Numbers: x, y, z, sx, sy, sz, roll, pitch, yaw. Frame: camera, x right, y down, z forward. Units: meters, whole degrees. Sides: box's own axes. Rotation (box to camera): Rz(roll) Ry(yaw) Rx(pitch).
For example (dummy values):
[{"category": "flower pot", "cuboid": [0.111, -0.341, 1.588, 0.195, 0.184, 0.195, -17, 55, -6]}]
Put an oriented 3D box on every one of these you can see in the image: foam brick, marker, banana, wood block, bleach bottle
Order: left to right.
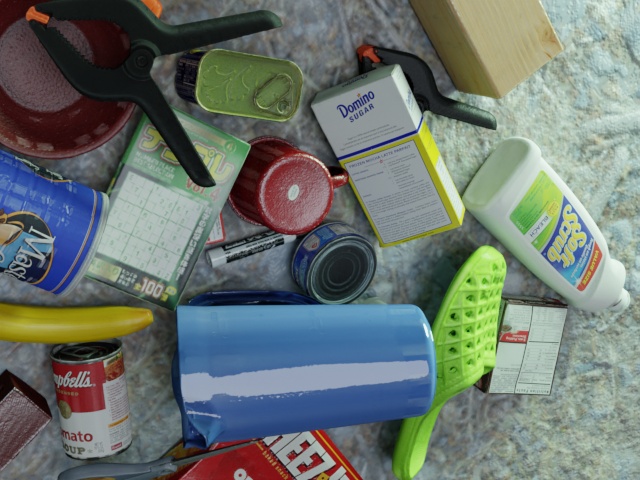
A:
[{"category": "foam brick", "cuboid": [-0.299, 0.170, 1.001, 0.078, 0.053, 0.051, -46, 115, -8]}, {"category": "banana", "cuboid": [-0.258, 0.074, 0.991, 0.197, 0.070, 0.037, 8, 70, -28]}, {"category": "marker", "cuboid": [-0.057, 0.001, 1.083, 0.121, 0.020, 0.020, -18, 109, -18]}, {"category": "wood block", "cuboid": [0.146, -0.256, 1.071, 0.090, 0.090, 0.206, -38, 114, -11]}, {"category": "bleach bottle", "cuboid": [0.272, -0.002, 1.201, 0.250, 0.068, 0.102, 39, 86, -28]}]

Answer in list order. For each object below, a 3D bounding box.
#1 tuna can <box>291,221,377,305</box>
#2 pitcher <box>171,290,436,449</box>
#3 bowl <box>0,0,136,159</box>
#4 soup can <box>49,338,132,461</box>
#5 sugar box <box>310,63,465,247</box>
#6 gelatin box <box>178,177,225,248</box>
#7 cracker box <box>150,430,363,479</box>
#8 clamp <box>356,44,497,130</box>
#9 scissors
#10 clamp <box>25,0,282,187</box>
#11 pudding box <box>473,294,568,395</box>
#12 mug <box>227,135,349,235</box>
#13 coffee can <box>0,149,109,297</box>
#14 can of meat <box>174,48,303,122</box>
[{"category": "tuna can", "cuboid": [0.015, 0.026, 1.100, 0.086, 0.034, 0.086, -14, 122, -24]}, {"category": "pitcher", "cuboid": [-0.021, 0.114, 1.019, 0.242, 0.145, 0.149, -3, 83, -8]}, {"category": "bowl", "cuboid": [-0.241, -0.155, 0.947, 0.161, 0.055, 0.162, -5, 105, -21]}, {"category": "soup can", "cuboid": [-0.218, 0.151, 1.022, 0.068, 0.069, 0.102, -9, 106, -21]}, {"category": "sugar box", "cuboid": [0.070, -0.084, 1.081, 0.093, 0.048, 0.176, -17, 112, 23]}, {"category": "gelatin box", "cuboid": [-0.141, -0.028, 1.035, 0.089, 0.030, 0.073, -14, 106, -19]}, {"category": "cracker box", "cuboid": [-0.081, 0.264, 1.105, 0.213, 0.072, 0.164, -41, 115, -10]}, {"category": "clamp", "cuboid": [0.105, -0.141, 1.107, 0.120, 0.039, 0.171, -37, 115, -8]}, {"category": "scissors", "cuboid": [-0.165, 0.213, 1.015, 0.202, 0.016, 0.096, -25, 150, 26]}, {"category": "clamp", "cuboid": [-0.152, -0.144, 0.918, 0.209, 0.036, 0.164, 15, 97, -14]}, {"category": "pudding box", "cuboid": [0.229, 0.120, 1.223, 0.089, 0.039, 0.113, 6, 102, -25]}, {"category": "mug", "cuboid": [-0.027, -0.054, 1.048, 0.117, 0.082, 0.093, -10, 106, -21]}, {"category": "coffee can", "cuboid": [-0.272, -0.022, 0.940, 0.140, 0.103, 0.103, 25, 92, -26]}, {"category": "can of meat", "cuboid": [-0.079, -0.148, 1.003, 0.102, 0.084, 0.057, 5, 100, -24]}]
